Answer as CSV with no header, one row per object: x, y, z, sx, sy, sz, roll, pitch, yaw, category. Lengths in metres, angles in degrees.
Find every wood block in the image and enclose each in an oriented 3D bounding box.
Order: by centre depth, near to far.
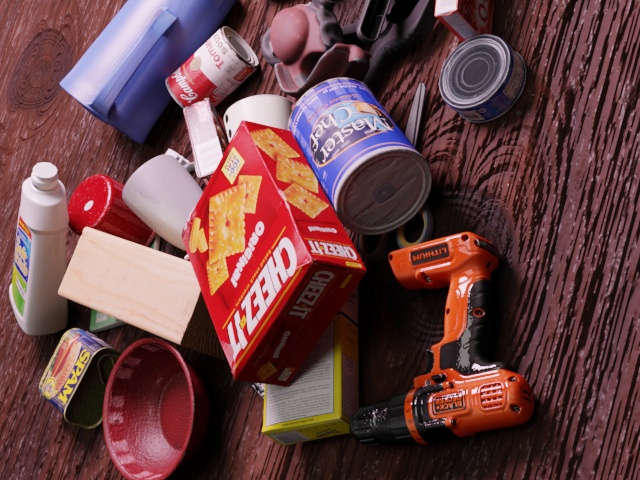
-0.190,0.059,1.228,0.206,0.090,0.090,17,83,36,wood block

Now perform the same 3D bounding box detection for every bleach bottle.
-0.350,0.002,1.337,0.103,0.068,0.251,59,148,38,bleach bottle

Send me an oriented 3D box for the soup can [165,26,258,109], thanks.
-0.136,-0.212,1.347,0.102,0.068,0.068,-39,49,19,soup can

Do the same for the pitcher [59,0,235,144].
-0.220,-0.256,1.396,0.149,0.144,0.243,40,95,37,pitcher

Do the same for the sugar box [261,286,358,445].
-0.009,0.113,1.085,0.093,0.048,0.176,-15,54,26,sugar box

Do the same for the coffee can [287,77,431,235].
0.038,-0.087,1.088,0.103,0.102,0.140,-46,42,14,coffee can

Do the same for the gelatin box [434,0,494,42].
0.153,-0.256,1.113,0.030,0.073,0.089,-9,64,37,gelatin box

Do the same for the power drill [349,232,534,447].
0.106,0.096,0.998,0.185,0.057,0.187,-16,63,31,power drill

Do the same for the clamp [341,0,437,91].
0.071,-0.238,1.202,0.172,0.039,0.120,-43,53,21,clamp

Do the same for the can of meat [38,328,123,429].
-0.292,0.167,1.309,0.084,0.057,0.102,24,85,48,can of meat

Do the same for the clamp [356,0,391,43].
0.080,-0.309,1.180,0.165,0.036,0.210,-53,22,16,clamp

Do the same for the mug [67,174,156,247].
-0.270,-0.036,1.348,0.117,0.081,0.093,30,89,43,mug

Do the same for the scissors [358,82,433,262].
0.100,-0.068,1.109,0.096,0.016,0.202,19,84,45,scissors

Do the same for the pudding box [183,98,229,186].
-0.121,-0.098,1.260,0.039,0.090,0.113,-21,55,9,pudding box

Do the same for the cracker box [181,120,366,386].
-0.057,0.010,1.060,0.164,0.072,0.214,-58,40,30,cracker box

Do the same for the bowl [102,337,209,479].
-0.173,0.189,1.182,0.162,0.055,0.162,-10,76,43,bowl

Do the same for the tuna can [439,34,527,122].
0.164,-0.165,1.087,0.086,0.033,0.086,-19,58,34,tuna can
